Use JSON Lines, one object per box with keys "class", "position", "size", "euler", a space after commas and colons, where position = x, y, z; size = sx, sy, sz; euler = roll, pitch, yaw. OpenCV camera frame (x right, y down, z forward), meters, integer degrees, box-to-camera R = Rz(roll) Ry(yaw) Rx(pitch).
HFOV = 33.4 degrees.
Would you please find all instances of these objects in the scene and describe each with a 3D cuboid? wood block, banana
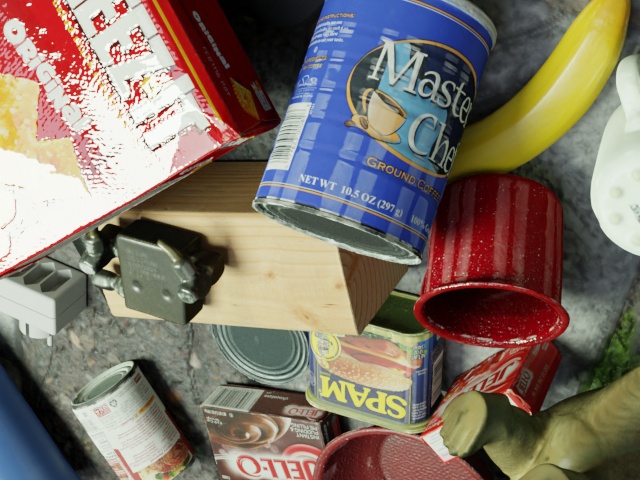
{"class": "wood block", "position": [-0.055, 0.000, 0.759], "size": [0.206, 0.090, 0.090], "euler": [2, 119, 29]}
{"class": "banana", "position": [0.112, -0.078, 0.649], "size": [0.198, 0.037, 0.069], "euler": [-26, 104, 38]}

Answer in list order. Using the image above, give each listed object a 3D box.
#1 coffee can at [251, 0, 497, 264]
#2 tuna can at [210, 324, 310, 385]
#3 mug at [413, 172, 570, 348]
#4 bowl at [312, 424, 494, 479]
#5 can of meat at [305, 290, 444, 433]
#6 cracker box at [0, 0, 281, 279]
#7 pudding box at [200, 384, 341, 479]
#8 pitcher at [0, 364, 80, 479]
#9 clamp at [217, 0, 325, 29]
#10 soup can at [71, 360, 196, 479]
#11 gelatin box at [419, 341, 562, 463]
{"class": "coffee can", "position": [0.031, -0.069, 0.614], "size": [0.103, 0.102, 0.140], "euler": [16, 83, 20]}
{"class": "tuna can", "position": [-0.040, 0.068, 0.829], "size": [0.086, 0.033, 0.086], "euler": [15, 125, 22]}
{"class": "mug", "position": [0.102, 0.016, 0.670], "size": [0.093, 0.081, 0.117], "euler": [21, 151, -22]}
{"class": "bowl", "position": [0.077, 0.195, 0.827], "size": [0.162, 0.055, 0.162], "euler": [15, 125, 22]}
{"class": "can of meat", "position": [0.040, 0.082, 0.778], "size": [0.102, 0.057, 0.084], "euler": [13, 122, 23]}
{"class": "cracker box", "position": [-0.158, -0.088, 0.634], "size": [0.214, 0.072, 0.164], "euler": [-27, 95, 23]}
{"class": "pudding box", "position": [-0.036, 0.169, 0.885], "size": [0.114, 0.039, 0.090], "euler": [5, 121, 27]}
{"class": "pitcher", "position": [-0.347, 0.168, 1.017], "size": [0.149, 0.144, 0.243], "euler": [-22, 103, 25]}
{"class": "clamp", "position": [-0.049, -0.166, 0.687], "size": [0.172, 0.039, 0.120], "euler": [18, 133, 28]}
{"class": "soup can", "position": [-0.164, 0.166, 0.939], "size": [0.069, 0.068, 0.102], "euler": [-21, 106, 37]}
{"class": "gelatin box", "position": [0.118, 0.108, 0.737], "size": [0.030, 0.073, 0.089], "euler": [48, 130, -5]}
